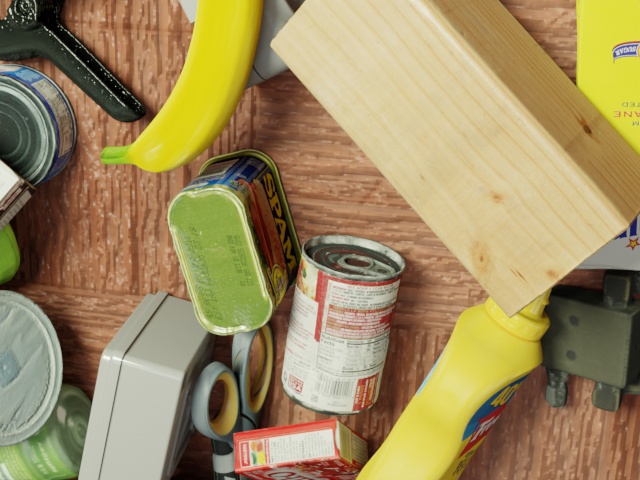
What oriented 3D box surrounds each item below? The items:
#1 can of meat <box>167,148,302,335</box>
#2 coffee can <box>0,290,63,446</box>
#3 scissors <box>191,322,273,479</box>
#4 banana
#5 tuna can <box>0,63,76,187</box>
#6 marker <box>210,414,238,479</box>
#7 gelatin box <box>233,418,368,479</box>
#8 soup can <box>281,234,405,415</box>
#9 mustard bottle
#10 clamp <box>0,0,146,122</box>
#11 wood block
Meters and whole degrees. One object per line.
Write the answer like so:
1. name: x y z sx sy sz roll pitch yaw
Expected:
1. can of meat: -0.055 0.001 0.692 0.057 0.084 0.102 -11 106 15
2. coffee can: -0.265 0.091 0.738 0.141 0.102 0.103 -7 108 31
3. scissors: -0.062 0.152 0.746 0.016 0.096 0.202 14 109 26
4. banana: -0.071 -0.114 0.621 0.069 0.037 0.198 26 112 1
5. tuna can: -0.212 -0.075 0.725 0.086 0.033 0.086 4 109 10
6. marker: -0.069 0.185 0.793 0.020 0.020 0.121 0 108 12
7. gelatin box: -0.011 0.149 0.734 0.073 0.089 0.030 -10 68 13
8. soup can: 0.014 0.056 0.705 0.068 0.068 0.102 12 111 7
9. mustard bottle: 0.091 0.102 0.690 0.058 0.096 0.192 37 112 20
10. clamp: -0.175 -0.159 0.687 0.171 0.039 0.120 22 99 6
11. wood block: 0.083 -0.073 0.607 0.206 0.090 0.090 49 124 5
